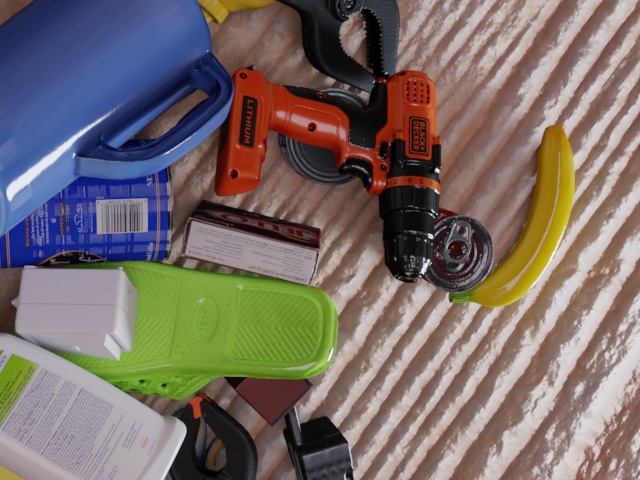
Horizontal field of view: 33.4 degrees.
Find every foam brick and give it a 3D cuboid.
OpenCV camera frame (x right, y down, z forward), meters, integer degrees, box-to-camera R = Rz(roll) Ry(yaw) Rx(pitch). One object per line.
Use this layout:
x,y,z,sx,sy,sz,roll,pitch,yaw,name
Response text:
-0.050,0.120,0.947,0.053,0.078,0.051,-46,108,-7,foam brick

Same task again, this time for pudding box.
-0.056,0.001,0.905,0.113,0.090,0.039,12,100,-2,pudding box

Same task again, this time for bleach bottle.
-0.229,0.118,0.815,0.250,0.068,0.102,39,57,-21,bleach bottle

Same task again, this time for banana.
0.200,-0.011,1.017,0.069,0.037,0.198,29,91,-20,banana

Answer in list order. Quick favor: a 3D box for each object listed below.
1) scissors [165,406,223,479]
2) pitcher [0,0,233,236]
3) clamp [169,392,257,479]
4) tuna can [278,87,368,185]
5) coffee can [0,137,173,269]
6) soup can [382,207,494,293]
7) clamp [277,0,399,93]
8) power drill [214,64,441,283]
-0.114,0.251,0.984,0.096,0.016,0.202,2,99,-17,scissors
-0.186,-0.101,0.774,0.242,0.149,0.145,-51,123,-42,pitcher
-0.097,0.224,0.942,0.120,0.039,0.171,-23,86,-4,clamp
0.006,-0.093,0.947,0.086,0.034,0.086,-3,100,-16,tuna can
-0.196,-0.031,0.863,0.140,0.103,0.103,-3,101,-16,coffee can
0.103,0.003,0.957,0.068,0.102,0.068,-3,101,-16,soup can
0.020,-0.213,0.896,0.164,0.036,0.209,-44,129,-8,clamp
0.010,-0.062,0.878,0.187,0.057,0.184,7,70,-16,power drill
